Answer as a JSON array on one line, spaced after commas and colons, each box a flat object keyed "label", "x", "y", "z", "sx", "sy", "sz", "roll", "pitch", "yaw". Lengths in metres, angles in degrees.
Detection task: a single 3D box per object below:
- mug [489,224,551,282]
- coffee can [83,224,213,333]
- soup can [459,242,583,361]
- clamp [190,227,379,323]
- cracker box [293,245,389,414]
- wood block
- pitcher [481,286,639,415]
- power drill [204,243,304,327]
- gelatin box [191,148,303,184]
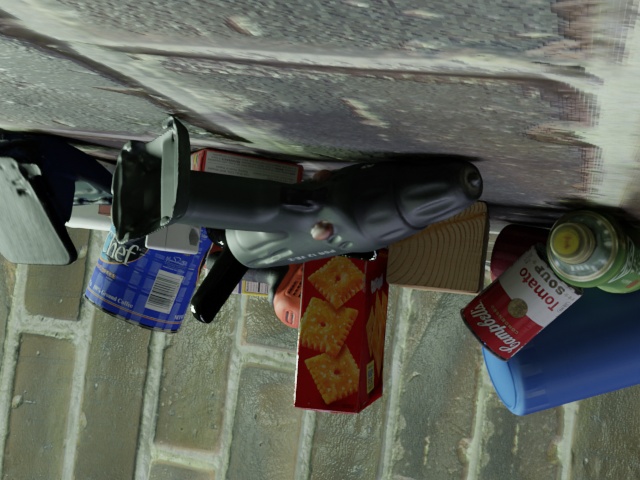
[{"label": "mug", "x": 0.242, "y": 0.035, "z": 1.218, "sx": 0.082, "sy": 0.117, "sz": 0.093, "roll": 11, "pitch": 148, "yaw": 32}, {"label": "coffee can", "x": -0.162, "y": 0.008, "z": 1.060, "sx": 0.103, "sy": 0.140, "sz": 0.103, "roll": 22, "pitch": -175, "yaw": -2}, {"label": "soup can", "x": 0.195, "y": 0.059, "z": 1.034, "sx": 0.068, "sy": 0.102, "sz": 0.068, "roll": 40, "pitch": -162, "yaw": -16}, {"label": "clamp", "x": -0.041, "y": -0.010, "z": 0.953, "sx": 0.164, "sy": 0.036, "sz": 0.210, "roll": -16, "pitch": -150, "yaw": 0}, {"label": "cracker box", "x": 0.029, "y": 0.057, "z": 1.061, "sx": 0.072, "sy": 0.214, "sz": 0.164, "roll": 5, "pitch": 178, "yaw": 11}, {"label": "wood block", "x": 0.128, "y": 0.009, "z": 1.124, "sx": 0.091, "sy": 0.090, "sz": 0.206, "roll": 6, "pitch": 177, "yaw": 11}, {"label": "pitcher", "x": 0.298, "y": 0.100, "z": 1.140, "sx": 0.242, "sy": 0.145, "sz": 0.149, "roll": -17, "pitch": 138, "yaw": -8}, {"label": "power drill", "x": -0.058, "y": 0.001, "z": 1.202, "sx": 0.188, "sy": 0.057, "sz": 0.184, "roll": 18, "pitch": -135, "yaw": 15}, {"label": "gelatin box", "x": -0.068, "y": -0.055, "z": 0.896, "sx": 0.089, "sy": 0.030, "sz": 0.073, "roll": 7, "pitch": 176, "yaw": -22}]
